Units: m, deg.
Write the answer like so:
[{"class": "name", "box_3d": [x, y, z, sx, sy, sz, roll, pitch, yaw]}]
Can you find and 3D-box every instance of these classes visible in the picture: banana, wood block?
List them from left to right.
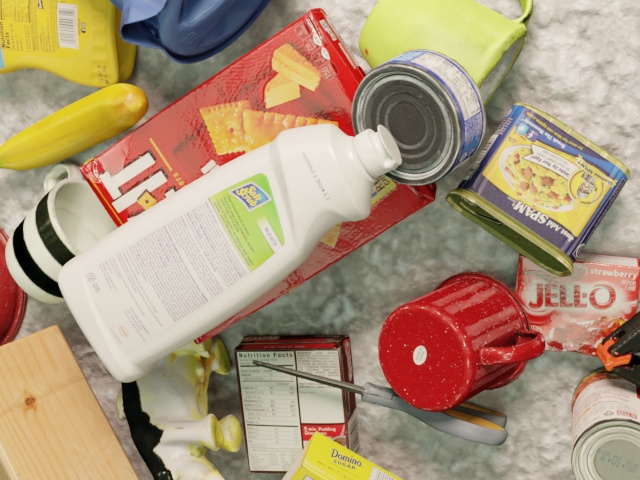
[{"class": "wood block", "box_3d": [-0.211, 0.186, 0.857, 0.206, 0.090, 0.090, 59, 148, 14]}, {"class": "banana", "box_3d": [-0.188, -0.085, 0.827, 0.198, 0.069, 0.037, -18, 113, 37]}]

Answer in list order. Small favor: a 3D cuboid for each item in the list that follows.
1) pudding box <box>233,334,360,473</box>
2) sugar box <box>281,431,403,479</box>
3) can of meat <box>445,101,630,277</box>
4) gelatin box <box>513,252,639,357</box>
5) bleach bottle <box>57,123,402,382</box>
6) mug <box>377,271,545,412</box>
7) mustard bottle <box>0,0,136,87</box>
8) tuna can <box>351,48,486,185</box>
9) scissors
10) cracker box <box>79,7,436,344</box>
[{"class": "pudding box", "box_3d": [-0.018, 0.133, 0.868, 0.090, 0.039, 0.113, -1, 102, 15]}, {"class": "sugar box", "box_3d": [-0.007, 0.241, 0.866, 0.093, 0.048, 0.176, 31, 127, -2]}, {"class": "can of meat", "box_3d": [0.154, -0.037, 0.754, 0.102, 0.057, 0.084, 34, 85, 3]}, {"class": "gelatin box", "box_3d": [0.189, 0.047, 0.795, 0.089, 0.030, 0.073, 7, 106, 13]}, {"class": "bleach bottle", "box_3d": [-0.055, 0.001, 0.728, 0.251, 0.068, 0.102, -28, 98, 20]}, {"class": "mug", "box_3d": [0.105, 0.077, 0.777, 0.117, 0.081, 0.093, 2, 102, 38]}, {"class": "mustard bottle", "box_3d": [-0.240, -0.177, 0.831, 0.192, 0.058, 0.096, 8, 113, 12]}, {"class": "tuna can", "box_3d": [0.063, -0.080, 0.703, 0.086, 0.033, 0.086, 19, 123, 31]}, {"class": "scissors", "box_3d": [0.053, 0.121, 0.797, 0.201, 0.096, 0.016, 14, 93, -15]}, {"class": "cracker box", "box_3d": [-0.045, -0.047, 0.797, 0.214, 0.072, 0.164, -32, 96, 12]}]
